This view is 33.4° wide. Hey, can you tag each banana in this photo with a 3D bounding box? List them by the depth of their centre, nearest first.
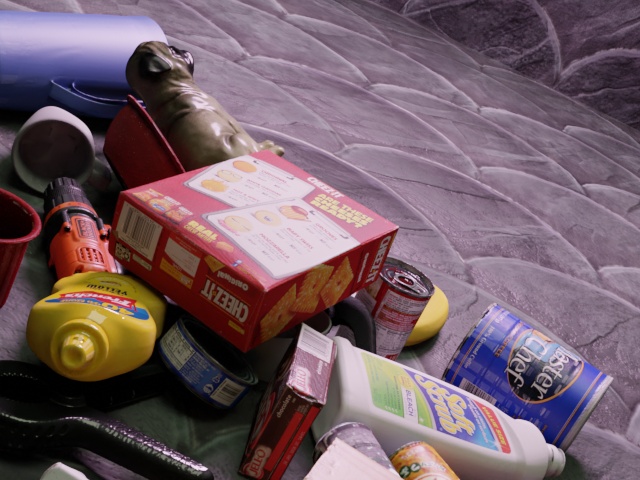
[{"bbox_3d":[0.104,0.082,1.185,0.070,0.037,0.197,37,25,22],"label":"banana"}]

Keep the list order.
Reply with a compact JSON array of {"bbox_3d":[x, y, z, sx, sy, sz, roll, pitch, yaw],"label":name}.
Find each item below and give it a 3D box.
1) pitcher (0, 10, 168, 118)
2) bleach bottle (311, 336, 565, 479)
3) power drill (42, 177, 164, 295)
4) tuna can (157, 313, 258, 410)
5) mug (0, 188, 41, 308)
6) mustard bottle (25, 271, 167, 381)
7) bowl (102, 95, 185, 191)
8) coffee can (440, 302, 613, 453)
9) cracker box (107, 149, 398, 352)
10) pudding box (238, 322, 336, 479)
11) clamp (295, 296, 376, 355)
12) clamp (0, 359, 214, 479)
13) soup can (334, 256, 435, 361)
[{"bbox_3d":[-0.301,-0.203,1.259,0.149,0.145,0.242,-7,-1,44],"label":"pitcher"},{"bbox_3d":[0.112,0.168,0.972,0.250,0.068,0.102,19,35,-22],"label":"bleach bottle"},{"bbox_3d":[-0.172,0.009,1.026,0.187,0.057,0.184,11,29,-27],"label":"power drill"},{"bbox_3d":[-0.095,0.102,0.896,0.086,0.034,0.086,41,6,-5],"label":"tuna can"},{"bbox_3d":[-0.291,0.002,0.877,0.093,0.082,0.117,5,31,-41],"label":"mug"},{"bbox_3d":[-0.174,0.067,0.823,0.096,0.058,0.191,12,7,-4],"label":"mustard bottle"},{"bbox_3d":[-0.182,-0.070,1.121,0.162,0.055,0.162,55,-11,15],"label":"bowl"},{"bbox_3d":[0.208,0.143,1.079,0.140,0.103,0.102,34,24,17],"label":"coffee can"},{"bbox_3d":[-0.056,0.001,0.950,0.164,0.072,0.213,32,29,23],"label":"cracker box"},{"bbox_3d":[-0.026,0.132,0.869,0.039,0.090,0.113,28,21,-3],"label":"pudding box"},{"bbox_3d":[-0.010,0.075,1.036,0.171,0.120,0.039,60,9,27],"label":"clamp"},{"bbox_3d":[-0.180,0.128,0.773,0.209,0.036,0.165,11,18,-31],"label":"clamp"},{"bbox_3d":[0.062,0.076,1.067,0.068,0.102,0.068,22,23,-10],"label":"soup can"}]
